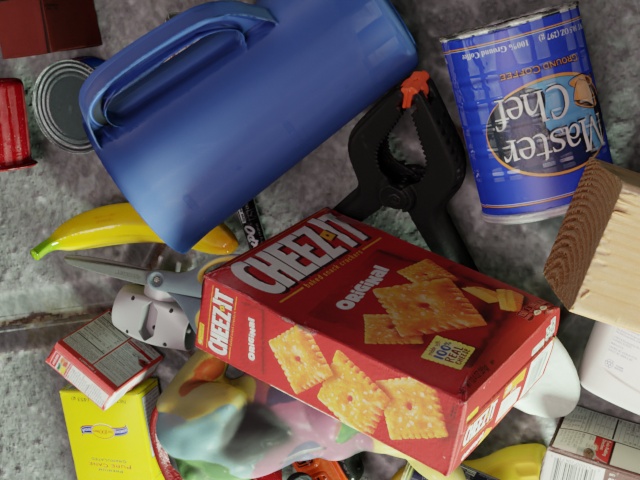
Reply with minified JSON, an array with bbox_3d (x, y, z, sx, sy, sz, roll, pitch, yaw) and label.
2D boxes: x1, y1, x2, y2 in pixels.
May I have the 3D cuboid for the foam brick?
[{"bbox_3d":[-0.238,-0.190,0.932,0.051,0.078,0.053,-3,103,24],"label":"foam brick"}]

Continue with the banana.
[{"bbox_3d":[-0.160,-0.007,0.964,0.198,0.069,0.037,-4,135,17],"label":"banana"}]

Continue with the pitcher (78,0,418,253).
[{"bbox_3d":[-0.054,-0.114,0.806,0.243,0.149,0.145,-36,97,4],"label":"pitcher"}]

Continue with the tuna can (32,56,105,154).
[{"bbox_3d":[-0.216,-0.123,0.968,0.086,0.033,0.086,7,109,21],"label":"tuna can"}]

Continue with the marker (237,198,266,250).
[{"bbox_3d":[-0.056,0.001,0.947,0.020,0.020,0.121,-12,101,25],"label":"marker"}]

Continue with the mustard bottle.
[{"bbox_3d":[0.113,0.235,0.926,0.192,0.058,0.096,-13,101,26],"label":"mustard bottle"}]

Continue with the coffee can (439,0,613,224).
[{"bbox_3d":[0.153,-0.093,0.782,0.103,0.102,0.140,-10,102,25],"label":"coffee can"}]

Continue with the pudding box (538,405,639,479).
[{"bbox_3d":[0.236,0.175,0.838,0.114,0.089,0.039,16,110,18],"label":"pudding box"}]

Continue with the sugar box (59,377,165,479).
[{"bbox_3d":[-0.196,0.223,1.061,0.093,0.048,0.176,-1,104,23],"label":"sugar box"}]

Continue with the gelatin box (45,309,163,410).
[{"bbox_3d":[-0.201,0.111,1.003,0.073,0.089,0.030,39,118,8],"label":"gelatin box"}]

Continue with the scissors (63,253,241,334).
[{"bbox_3d":[-0.137,0.054,0.953,0.202,0.016,0.096,-4,85,15],"label":"scissors"}]

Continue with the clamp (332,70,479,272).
[{"bbox_3d":[0.074,-0.035,0.842,0.164,0.036,0.210,23,135,11],"label":"clamp"}]

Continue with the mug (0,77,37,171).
[{"bbox_3d":[-0.318,-0.109,0.994,0.117,0.093,0.081,15,111,57],"label":"mug"}]

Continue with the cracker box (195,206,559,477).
[{"bbox_3d":[0.043,0.061,0.775,0.214,0.163,0.072,24,122,26],"label":"cracker box"}]
